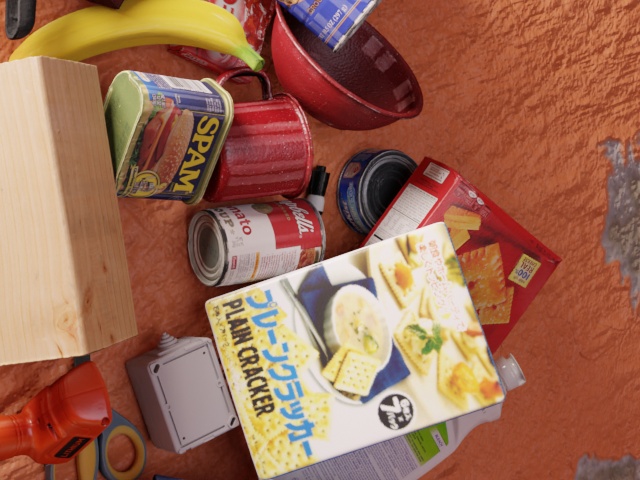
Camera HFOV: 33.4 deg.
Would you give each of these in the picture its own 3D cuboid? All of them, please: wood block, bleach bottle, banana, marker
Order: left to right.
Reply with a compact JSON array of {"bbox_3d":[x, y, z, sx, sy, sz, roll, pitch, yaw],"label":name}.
[{"bbox_3d":[-0.204,-0.021,0.773,0.090,0.091,0.206,-15,97,-74],"label":"wood block"},{"bbox_3d":[-0.145,-0.163,0.844,0.197,0.069,0.037,-5,137,-11],"label":"banana"},{"bbox_3d":[-0.009,-0.010,0.989,0.020,0.020,0.121,11,88,-35],"label":"marker"},{"bbox_3d":[0.071,0.180,0.966,0.251,0.068,0.102,-28,112,1],"label":"bleach bottle"}]

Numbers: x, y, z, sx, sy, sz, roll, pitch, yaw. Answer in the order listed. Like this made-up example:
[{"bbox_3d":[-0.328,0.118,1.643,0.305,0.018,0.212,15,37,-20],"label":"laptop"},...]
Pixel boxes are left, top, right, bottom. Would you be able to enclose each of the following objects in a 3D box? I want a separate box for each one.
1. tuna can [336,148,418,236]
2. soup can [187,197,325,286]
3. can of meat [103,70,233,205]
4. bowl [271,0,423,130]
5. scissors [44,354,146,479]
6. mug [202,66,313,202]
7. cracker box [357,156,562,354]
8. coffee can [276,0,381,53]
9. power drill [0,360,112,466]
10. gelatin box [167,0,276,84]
[{"bbox_3d":[0.059,-0.045,1.024,0.085,0.034,0.086,-4,97,-35],"label":"tuna can"},{"bbox_3d":[-0.056,0.001,0.927,0.102,0.069,0.068,-8,99,-34],"label":"soup can"},{"bbox_3d":[-0.128,-0.080,0.837,0.083,0.057,0.102,2,122,-43],"label":"can of meat"},{"bbox_3d":[0.012,-0.149,0.939,0.161,0.162,0.055,19,127,-35],"label":"bowl"},{"bbox_3d":[-0.179,0.122,0.884,0.096,0.016,0.202,11,88,-37],"label":"scissors"},{"bbox_3d":[-0.064,-0.088,0.900,0.081,0.093,0.117,-9,104,-29],"label":"mug"},{"bbox_3d":[0.105,0.055,1.011,0.164,0.072,0.214,36,90,-32],"label":"cracker box"},{"bbox_3d":[-0.008,-0.237,0.867,0.140,0.103,0.102,41,70,-4],"label":"coffee can"},{"bbox_3d":[-0.247,0.132,0.752,0.187,0.185,0.057,-4,67,-40],"label":"power drill"},{"bbox_3d":[-0.082,-0.188,0.914,0.073,0.030,0.089,22,81,-34],"label":"gelatin box"}]
